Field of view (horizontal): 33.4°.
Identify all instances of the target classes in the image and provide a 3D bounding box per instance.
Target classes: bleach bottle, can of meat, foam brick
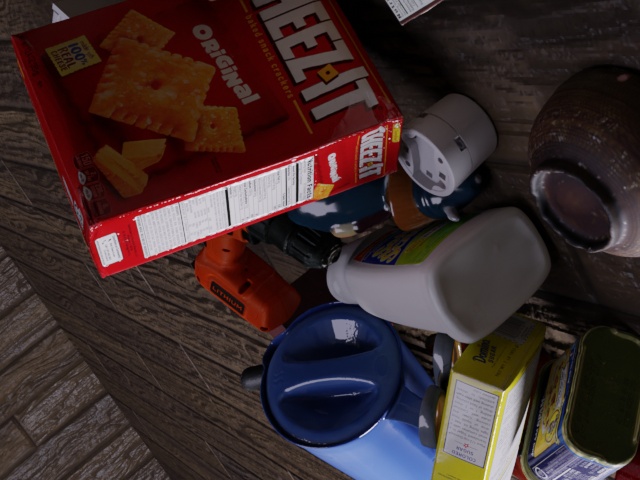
[{"bbox_3d":[0.065,0.026,0.829,0.068,0.102,0.251,58,158,-12],"label":"bleach bottle"},{"bbox_3d":[0.186,0.119,0.745,0.057,0.102,0.084,19,153,0],"label":"can of meat"},{"bbox_3d":[-0.018,0.070,1.107,0.051,0.078,0.053,50,159,7],"label":"foam brick"}]

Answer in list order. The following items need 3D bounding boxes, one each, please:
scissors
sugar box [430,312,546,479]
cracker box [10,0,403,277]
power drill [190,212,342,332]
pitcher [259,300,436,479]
[{"bbox_3d":[0.097,0.159,0.823,0.016,0.096,0.202,7,125,20],"label":"scissors"},{"bbox_3d":[0.115,0.145,0.772,0.048,0.093,0.176,22,124,21],"label":"sugar box"},{"bbox_3d":[-0.075,-0.091,0.707,0.072,0.213,0.164,92,155,-61],"label":"cracker box"},{"bbox_3d":[-0.056,0.001,0.927,0.185,0.057,0.188,38,152,23],"label":"power drill"},{"bbox_3d":[0.064,0.167,0.979,0.242,0.145,0.149,47,-160,-51],"label":"pitcher"}]
